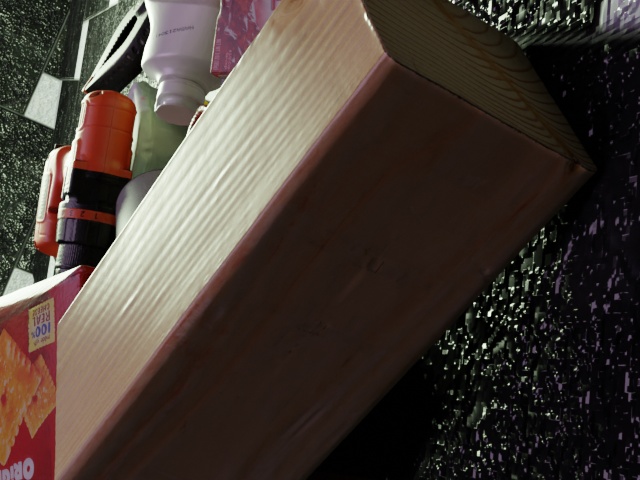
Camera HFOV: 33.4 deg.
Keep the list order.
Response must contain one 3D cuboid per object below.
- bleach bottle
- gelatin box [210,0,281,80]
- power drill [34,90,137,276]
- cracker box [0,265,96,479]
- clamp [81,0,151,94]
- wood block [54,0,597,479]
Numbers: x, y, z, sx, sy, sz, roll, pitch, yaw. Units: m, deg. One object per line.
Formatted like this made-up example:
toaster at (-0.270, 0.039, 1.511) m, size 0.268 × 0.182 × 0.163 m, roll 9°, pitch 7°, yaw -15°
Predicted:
bleach bottle at (-0.082, -0.194, 0.737) m, size 0.103 × 0.068 × 0.251 m, roll -10°, pitch 62°, yaw 38°
gelatin box at (-0.021, -0.134, 0.601) m, size 0.073 × 0.030 × 0.089 m, roll 4°, pitch 86°, yaw 31°
power drill at (-0.207, -0.026, 0.928) m, size 0.188 × 0.057 × 0.184 m, roll 170°, pitch 111°, yaw -67°
cracker box at (-0.177, 0.137, 0.678) m, size 0.165 × 0.072 × 0.213 m, roll -17°, pitch 64°, yaw 46°
clamp at (-0.146, -0.215, 0.968) m, size 0.210 × 0.036 × 0.164 m, roll -48°, pitch 27°, yaw 20°
wood block at (-0.012, 0.008, 0.395) m, size 0.206 × 0.090 × 0.091 m, roll -51°, pitch 31°, yaw 27°
